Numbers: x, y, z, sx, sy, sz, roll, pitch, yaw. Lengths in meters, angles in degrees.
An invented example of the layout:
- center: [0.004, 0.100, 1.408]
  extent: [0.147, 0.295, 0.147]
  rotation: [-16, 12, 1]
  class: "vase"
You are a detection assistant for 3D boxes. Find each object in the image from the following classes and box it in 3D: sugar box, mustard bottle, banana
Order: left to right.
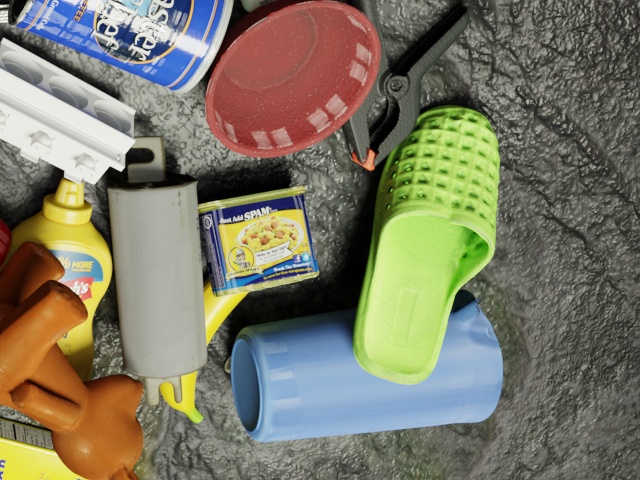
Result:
- center: [-0.281, 0.221, 0.997]
  extent: [0.176, 0.048, 0.093]
  rotation: [20, 105, -29]
  class: "sugar box"
- center: [-0.232, 0.036, 0.924]
  extent: [0.096, 0.058, 0.192]
  rotation: [7, 110, -24]
  class: "mustard bottle"
- center: [-0.108, 0.085, 1.012]
  extent: [0.069, 0.037, 0.198]
  rotation: [9, 113, -48]
  class: "banana"

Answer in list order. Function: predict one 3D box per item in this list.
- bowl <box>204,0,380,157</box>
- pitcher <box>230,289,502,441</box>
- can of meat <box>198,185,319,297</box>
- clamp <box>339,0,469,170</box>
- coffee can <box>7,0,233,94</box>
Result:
- center: [-0.032, -0.148, 0.903]
  extent: [0.162, 0.055, 0.162]
  rotation: [-20, 143, -16]
  class: "bowl"
- center: [0.040, 0.131, 1.034]
  extent: [0.242, 0.145, 0.149]
  rotation: [-5, 96, -21]
  class: "pitcher"
- center: [-0.056, 0.001, 0.961]
  extent: [0.102, 0.057, 0.084]
  rotation: [-11, 89, -17]
  class: "can of meat"
- center: [0.055, -0.152, 0.966]
  extent: [0.120, 0.039, 0.171]
  rotation: [21, 97, -22]
  class: "clamp"
- center: [-0.151, -0.184, 0.810]
  extent: [0.140, 0.103, 0.103]
  rotation: [20, 105, -28]
  class: "coffee can"
